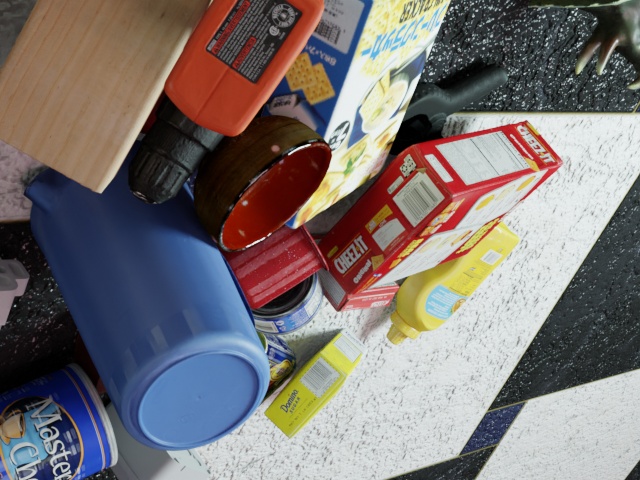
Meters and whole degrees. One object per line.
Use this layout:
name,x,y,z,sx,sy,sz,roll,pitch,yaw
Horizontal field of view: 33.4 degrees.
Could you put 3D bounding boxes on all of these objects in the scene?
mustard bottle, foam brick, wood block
mustard bottle,0.145,0.049,1.255,0.192,0.058,0.096,-50,147,12
foam brick,-0.188,0.094,0.983,0.052,0.051,0.078,-9,135,-38
wood block,-0.126,-0.145,0.682,0.090,0.091,0.206,29,98,-8

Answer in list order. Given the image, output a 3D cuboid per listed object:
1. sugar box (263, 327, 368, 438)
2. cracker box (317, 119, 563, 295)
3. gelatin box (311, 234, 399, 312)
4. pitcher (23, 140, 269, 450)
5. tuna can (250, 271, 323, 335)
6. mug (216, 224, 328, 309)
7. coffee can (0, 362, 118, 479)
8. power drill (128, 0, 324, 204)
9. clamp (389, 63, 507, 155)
sugar box,-0.002,0.152,1.172,0.093,0.048,0.176,-47,178,8
cracker box,0.121,-0.037,1.067,0.213,0.072,0.164,-17,157,-48
gelatin box,0.026,0.032,1.090,0.073,0.089,0.030,-4,134,-43
pitcher,-0.121,0.041,0.810,0.149,0.243,0.145,-18,133,-16
tuna can,-0.042,0.048,1.045,0.086,0.086,0.033,-35,144,-9
mug,-0.056,0.001,0.988,0.081,0.093,0.117,-33,115,-4
coffee can,-0.268,0.184,0.959,0.140,0.103,0.103,-22,142,-26
power drill,-0.066,-0.103,0.685,0.057,0.188,0.184,32,88,-11
clamp,0.105,-0.113,1.053,0.171,0.039,0.120,-14,135,-35
